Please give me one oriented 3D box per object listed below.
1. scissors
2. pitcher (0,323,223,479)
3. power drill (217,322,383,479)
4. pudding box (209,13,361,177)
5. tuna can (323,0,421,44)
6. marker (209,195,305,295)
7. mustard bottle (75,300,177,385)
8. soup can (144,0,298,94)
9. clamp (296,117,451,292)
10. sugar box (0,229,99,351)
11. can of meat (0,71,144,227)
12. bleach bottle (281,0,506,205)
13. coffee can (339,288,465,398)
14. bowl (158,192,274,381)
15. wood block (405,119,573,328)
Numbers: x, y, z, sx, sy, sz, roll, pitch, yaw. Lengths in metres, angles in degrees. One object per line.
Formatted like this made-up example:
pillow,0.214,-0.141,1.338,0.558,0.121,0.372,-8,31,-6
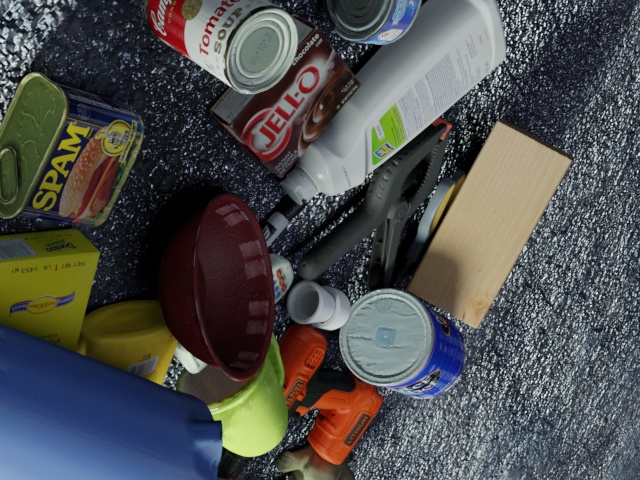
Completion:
scissors,0.116,-0.002,1.185,0.096,0.016,0.202,-47,164,-43
pitcher,-0.206,0.146,0.797,0.242,0.145,0.149,35,83,-44
power drill,-0.022,0.190,1.159,0.184,0.057,0.187,-55,144,2
pudding box,-0.029,-0.122,0.911,0.113,0.039,0.090,-51,143,-3
tuna can,0.042,-0.206,0.881,0.033,0.086,0.086,-6,123,-43
marker,-0.057,0.001,0.999,0.121,0.020,0.020,-48,144,-8
mustard bottle,-0.184,0.148,0.945,0.096,0.058,0.192,-16,130,-48
soup can,-0.073,-0.157,0.780,0.068,0.102,0.068,-28,137,-30
clamp,0.073,-0.031,1.100,0.210,0.036,0.164,-56,150,2
sugar box,-0.239,0.079,0.839,0.093,0.048,0.176,-7,123,-43
can of meat,-0.186,-0.062,0.774,0.083,0.058,0.102,11,111,-54
bleach bottle,0.062,-0.130,0.987,0.250,0.068,0.102,-42,142,-11
coffee can,0.093,0.115,1.167,0.103,0.103,0.140,-55,154,2
bowl,-0.095,0.041,0.921,0.162,0.055,0.162,-5,90,-70
wood block,0.186,-0.020,1.167,0.206,0.091,0.090,-63,171,13
